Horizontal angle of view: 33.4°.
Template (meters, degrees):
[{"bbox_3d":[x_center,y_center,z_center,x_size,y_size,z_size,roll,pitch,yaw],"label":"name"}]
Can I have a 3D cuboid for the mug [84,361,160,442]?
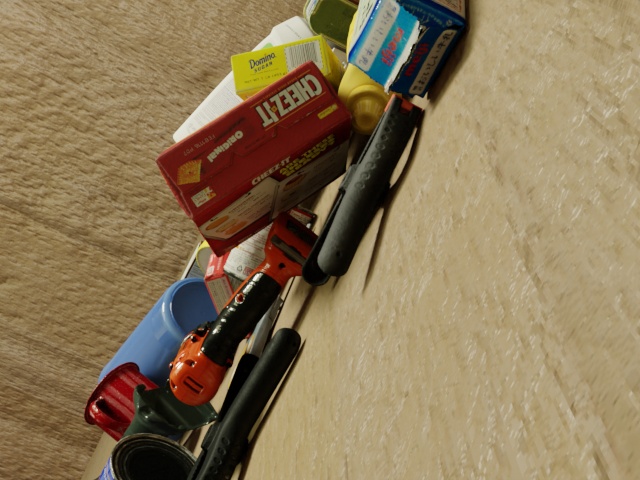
[{"bbox_3d":[-0.231,0.208,1.288,0.093,0.082,0.117,-60,-22,8],"label":"mug"}]

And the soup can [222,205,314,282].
[{"bbox_3d":[-0.058,0.001,1.180,0.102,0.068,0.068,-65,9,0],"label":"soup can"}]

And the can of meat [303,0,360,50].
[{"bbox_3d":[0.032,-0.257,1.251,0.057,0.102,0.084,-62,11,18],"label":"can of meat"}]

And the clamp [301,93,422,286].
[{"bbox_3d":[0.034,-0.038,0.846,0.171,0.039,0.120,-65,10,0],"label":"clamp"}]

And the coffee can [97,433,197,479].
[{"bbox_3d":[-0.185,0.277,1.058,0.140,0.102,0.102,-61,10,26],"label":"coffee can"}]

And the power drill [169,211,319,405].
[{"bbox_3d":[-0.072,0.063,1.032,0.188,0.057,0.184,-54,7,8],"label":"power drill"}]

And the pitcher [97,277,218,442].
[{"bbox_3d":[-0.192,0.161,1.389,0.144,0.149,0.243,-44,-5,-43],"label":"pitcher"}]

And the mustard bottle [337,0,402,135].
[{"bbox_3d":[0.049,-0.153,0.999,0.191,0.058,0.096,-81,1,-57],"label":"mustard bottle"}]

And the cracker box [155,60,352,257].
[{"bbox_3d":[-0.057,-0.070,0.999,0.164,0.072,0.214,-34,-9,-5],"label":"cracker box"}]

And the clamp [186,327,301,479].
[{"bbox_3d":[-0.080,0.173,0.945,0.210,0.036,0.165,-65,7,-27],"label":"clamp"}]

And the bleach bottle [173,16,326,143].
[{"bbox_3d":[-0.069,-0.189,1.359,0.251,0.103,0.068,-46,-20,5],"label":"bleach bottle"}]

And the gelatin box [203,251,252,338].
[{"bbox_3d":[-0.106,0.064,1.247,0.030,0.089,0.073,-18,21,8],"label":"gelatin box"}]

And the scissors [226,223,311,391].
[{"bbox_3d":[-0.058,0.082,1.130,0.201,0.016,0.096,-68,7,-30],"label":"scissors"}]

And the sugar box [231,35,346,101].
[{"bbox_3d":[-0.019,-0.150,1.070,0.176,0.093,0.048,26,-125,-76],"label":"sugar box"}]
